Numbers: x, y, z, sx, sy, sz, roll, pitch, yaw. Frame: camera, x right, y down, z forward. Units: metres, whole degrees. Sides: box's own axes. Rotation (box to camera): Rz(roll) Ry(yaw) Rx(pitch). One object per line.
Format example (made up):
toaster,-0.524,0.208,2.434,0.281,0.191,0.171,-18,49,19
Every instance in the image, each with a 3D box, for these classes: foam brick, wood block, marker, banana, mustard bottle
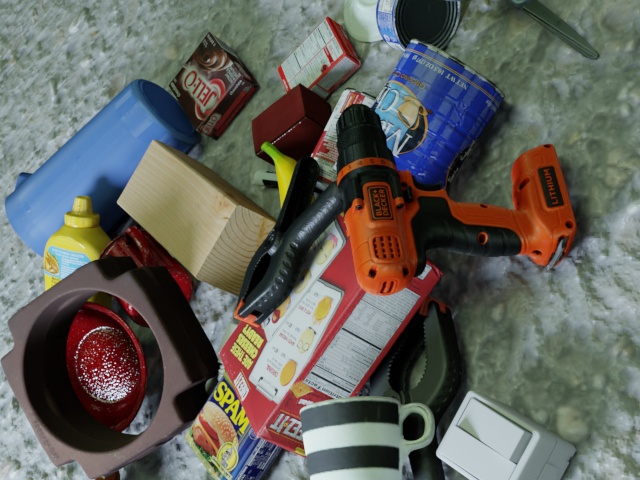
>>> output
foam brick,-0.030,-0.122,1.167,0.078,0.052,0.051,-34,49,27
wood block,-0.132,-0.026,1.192,0.206,0.090,0.091,36,97,48
marker,-0.028,-0.063,1.159,0.121,0.020,0.020,11,77,48
banana,-0.039,0.000,1.103,0.037,0.069,0.198,157,119,-73
mustard bottle,-0.289,0.042,1.281,0.096,0.058,0.192,12,104,30

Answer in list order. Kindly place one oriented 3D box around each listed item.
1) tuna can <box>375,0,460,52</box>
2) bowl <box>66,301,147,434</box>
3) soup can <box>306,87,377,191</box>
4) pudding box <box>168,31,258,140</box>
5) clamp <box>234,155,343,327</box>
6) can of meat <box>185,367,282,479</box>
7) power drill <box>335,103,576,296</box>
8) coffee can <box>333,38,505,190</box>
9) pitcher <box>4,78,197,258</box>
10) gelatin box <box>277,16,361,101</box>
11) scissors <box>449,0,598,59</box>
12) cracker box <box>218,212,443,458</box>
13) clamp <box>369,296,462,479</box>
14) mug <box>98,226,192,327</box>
tuna can,0.098,-0.229,1.070,0.034,0.086,0.086,27,90,50
bowl,-0.258,0.147,1.223,0.162,0.055,0.162,1,93,20
soup can,0.032,-0.095,1.078,0.069,0.068,0.102,24,87,49
pudding box,-0.133,-0.191,1.319,0.090,0.039,0.114,-49,43,15
clamp,-0.032,-0.002,1.008,0.171,0.039,0.120,-55,19,12
can of meat,-0.079,0.187,1.051,0.084,0.057,0.102,-58,41,9
power drill,0.108,-0.040,0.895,0.057,0.187,0.184,100,166,-58
coffee can,0.091,-0.101,0.995,0.103,0.102,0.140,36,96,49
pitcher,-0.265,-0.077,1.339,0.243,0.149,0.145,-42,27,17
gelatin box,-0.002,-0.195,1.195,0.089,0.030,0.073,-42,44,21
scissors,0.166,-0.221,0.995,0.096,0.016,0.202,-29,64,6
cracker box,0.005,0.071,0.994,0.214,0.072,0.164,-56,26,9
clamp,0.065,0.152,0.937,0.165,0.036,0.210,-6,65,45
mug,-0.200,0.037,1.217,0.082,0.093,0.117,42,144,43
